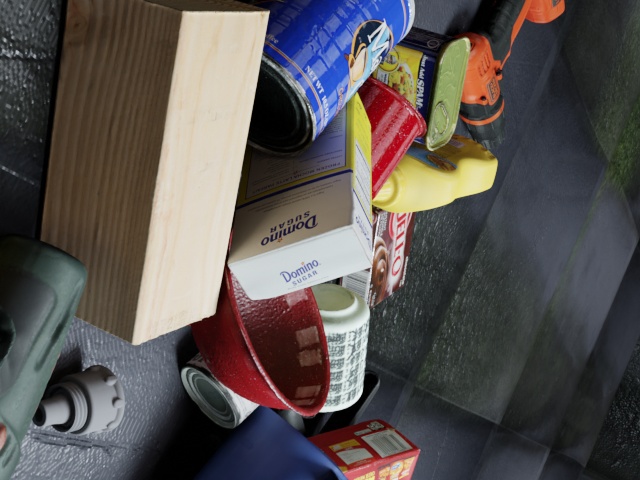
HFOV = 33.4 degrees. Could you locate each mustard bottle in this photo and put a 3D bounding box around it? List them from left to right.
[{"bbox_3d":[0.094,-0.065,1.039,0.191,0.096,0.058,-20,127,-57],"label":"mustard bottle"}]

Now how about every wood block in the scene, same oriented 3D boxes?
[{"bbox_3d":[-0.108,-0.053,0.674,0.090,0.091,0.206,-20,126,-57],"label":"wood block"}]

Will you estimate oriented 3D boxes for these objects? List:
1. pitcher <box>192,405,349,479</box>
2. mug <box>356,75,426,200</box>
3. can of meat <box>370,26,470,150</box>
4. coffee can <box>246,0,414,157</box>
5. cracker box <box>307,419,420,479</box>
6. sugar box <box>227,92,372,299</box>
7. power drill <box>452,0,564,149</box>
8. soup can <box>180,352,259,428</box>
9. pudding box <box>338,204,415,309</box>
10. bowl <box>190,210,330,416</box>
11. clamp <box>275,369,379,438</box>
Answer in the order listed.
[{"bbox_3d":[-0.078,0.265,0.878,0.242,0.145,0.149,-47,160,-15],"label":"pitcher"},{"bbox_3d":[0.025,-0.092,0.907,0.081,0.093,0.117,-57,140,-13],"label":"mug"},{"bbox_3d":[0.081,-0.144,0.970,0.057,0.084,0.102,-31,135,-51],"label":"can of meat"},{"bbox_3d":[-0.010,-0.144,0.779,0.140,0.103,0.103,-52,149,-30],"label":"coffee can"},{"bbox_3d":[-0.003,0.298,1.089,0.163,0.072,0.214,-7,122,-42],"label":"cracker box"},{"bbox_3d":[-0.011,-0.036,0.775,0.176,0.093,0.048,-88,155,-49],"label":"sugar box"},{"bbox_3d":[0.207,-0.213,1.186,0.187,0.057,0.184,-60,152,-17],"label":"power drill"},{"bbox_3d":[-0.058,0.101,0.896,0.102,0.069,0.068,-40,143,-31],"label":"soup can"},{"bbox_3d":[0.059,0.006,1.092,0.089,0.039,0.113,-28,133,-53],"label":"pudding box"},{"bbox_3d":[-0.052,0.060,0.794,0.162,0.055,0.162,55,22,-36],"label":"bowl"},{"bbox_3d":[-0.007,0.234,1.133,0.164,0.036,0.210,-14,123,-49],"label":"clamp"}]
